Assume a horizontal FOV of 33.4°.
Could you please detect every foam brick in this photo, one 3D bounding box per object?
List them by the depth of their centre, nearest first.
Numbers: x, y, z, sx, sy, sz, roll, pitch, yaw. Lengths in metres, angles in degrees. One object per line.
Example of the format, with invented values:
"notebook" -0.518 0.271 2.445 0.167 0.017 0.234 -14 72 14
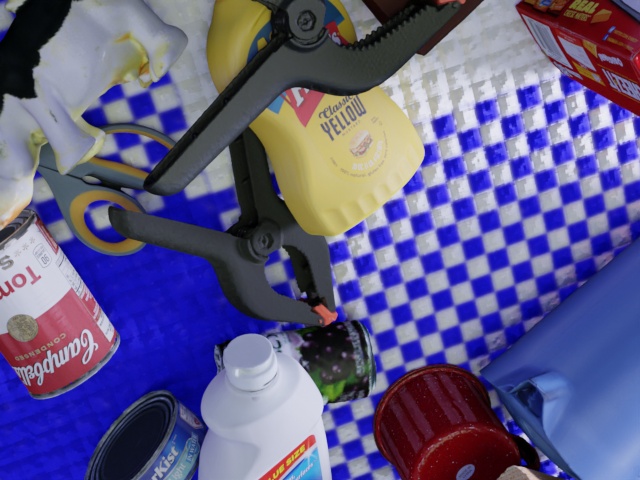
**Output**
"foam brick" 0.068 -0.161 0.660 0.078 0.051 0.053 -43 113 6

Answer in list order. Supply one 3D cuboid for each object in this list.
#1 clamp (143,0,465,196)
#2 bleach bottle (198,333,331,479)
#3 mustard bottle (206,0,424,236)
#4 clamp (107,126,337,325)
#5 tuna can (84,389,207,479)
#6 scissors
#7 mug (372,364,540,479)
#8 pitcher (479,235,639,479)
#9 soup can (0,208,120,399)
"clamp" -0.020 -0.131 0.591 0.209 0.036 0.164 -20 111 -14
"bleach bottle" -0.042 0.162 0.699 0.102 0.068 0.251 -27 136 -23
"mustard bottle" -0.015 -0.103 0.655 0.096 0.058 0.191 -41 113 -21
"clamp" -0.055 0.001 0.689 0.120 0.039 0.171 -38 112 -14
"tuna can" -0.116 0.144 0.714 0.086 0.086 0.033 -43 114 5
"scissors" -0.184 -0.042 0.667 0.201 0.016 0.096 5 106 -14
"mug" 0.103 0.150 0.767 0.117 0.081 0.093 14 106 -17
"pitcher" 0.244 0.066 0.751 0.243 0.149 0.145 -43 98 2
"soup can" -0.181 0.039 0.671 0.068 0.068 0.102 -29 113 -1
